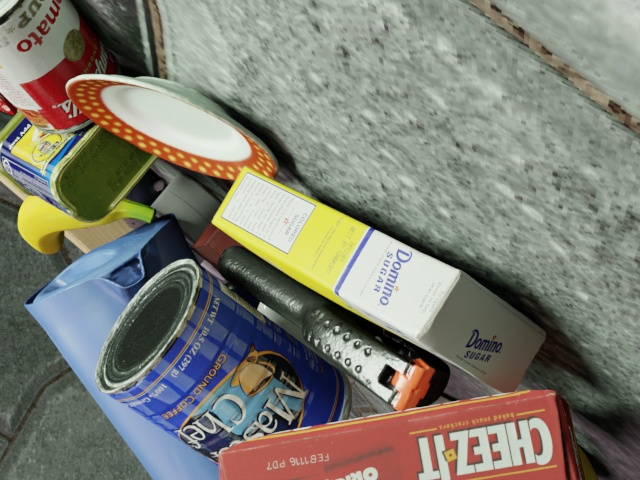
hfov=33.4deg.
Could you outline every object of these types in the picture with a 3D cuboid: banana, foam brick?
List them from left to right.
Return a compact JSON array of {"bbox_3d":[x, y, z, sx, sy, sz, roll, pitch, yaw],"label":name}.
[{"bbox_3d":[-0.206,-0.016,0.856,0.069,0.037,0.198,37,155,-27],"label":"banana"},{"bbox_3d":[-0.055,0.001,0.786,0.053,0.051,0.078,40,169,-9],"label":"foam brick"}]

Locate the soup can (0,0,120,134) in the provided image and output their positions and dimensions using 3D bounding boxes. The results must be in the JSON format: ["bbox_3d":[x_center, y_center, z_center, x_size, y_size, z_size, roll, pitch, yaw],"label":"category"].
[{"bbox_3d":[-0.172,-0.119,0.634,0.069,0.068,0.102,32,167,31],"label":"soup can"}]

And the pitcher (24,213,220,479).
[{"bbox_3d":[-0.118,0.110,0.855,0.243,0.145,0.149,60,-155,-11],"label":"pitcher"}]

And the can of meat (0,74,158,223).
[{"bbox_3d":[-0.155,-0.067,0.705,0.084,0.102,0.057,25,162,45],"label":"can of meat"}]

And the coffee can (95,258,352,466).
[{"bbox_3d":[-0.063,0.093,0.714,0.140,0.103,0.103,39,170,-25],"label":"coffee can"}]

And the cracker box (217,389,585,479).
[{"bbox_3d":[0.058,0.129,0.574,0.213,0.164,0.072,38,-140,-72],"label":"cracker box"}]

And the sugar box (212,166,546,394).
[{"bbox_3d":[0.027,0.020,0.583,0.093,0.048,0.176,33,179,-44],"label":"sugar box"}]

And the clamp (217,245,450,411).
[{"bbox_3d":[0.015,0.056,0.665,0.164,0.036,0.210,25,-177,-11],"label":"clamp"}]
